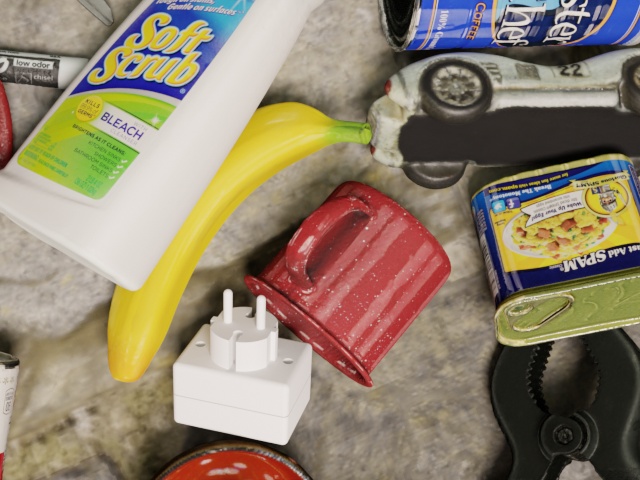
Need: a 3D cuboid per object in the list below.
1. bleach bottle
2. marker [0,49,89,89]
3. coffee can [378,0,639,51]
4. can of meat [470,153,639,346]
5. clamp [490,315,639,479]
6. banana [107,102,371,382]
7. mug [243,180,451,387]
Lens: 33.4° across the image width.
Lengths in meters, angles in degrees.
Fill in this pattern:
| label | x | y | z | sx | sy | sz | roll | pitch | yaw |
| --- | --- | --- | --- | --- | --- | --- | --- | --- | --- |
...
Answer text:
| label | x | y | z | sx | sy | sz | roll | pitch | yaw |
| --- | --- | --- | --- | --- | --- | --- | --- | --- | --- |
| bleach bottle | -0.074 | -0.101 | 0.586 | 0.103 | 0.068 | 0.250 | 26 | 78 | 29 |
| marker | -0.191 | -0.099 | 0.595 | 0.121 | 0.020 | 0.020 | 5 | 90 | -9 |
| coffee can | 0.110 | -0.159 | 0.599 | 0.140 | 0.103 | 0.103 | -3 | 91 | -9 |
| can of meat | 0.140 | 0.005 | 0.605 | 0.102 | 0.057 | 0.084 | -12 | 57 | 5 |
| clamp | 0.136 | 0.121 | 0.613 | 0.165 | 0.036 | 0.210 | -17 | 65 | 23 |
| banana | -0.062 | -0.012 | 0.597 | 0.198 | 0.070 | 0.037 | -47 | 141 | 0 |
| mug | 0.014 | 0.016 | 0.585 | 0.093 | 0.117 | 0.081 | 34 | 77 | 33 |
